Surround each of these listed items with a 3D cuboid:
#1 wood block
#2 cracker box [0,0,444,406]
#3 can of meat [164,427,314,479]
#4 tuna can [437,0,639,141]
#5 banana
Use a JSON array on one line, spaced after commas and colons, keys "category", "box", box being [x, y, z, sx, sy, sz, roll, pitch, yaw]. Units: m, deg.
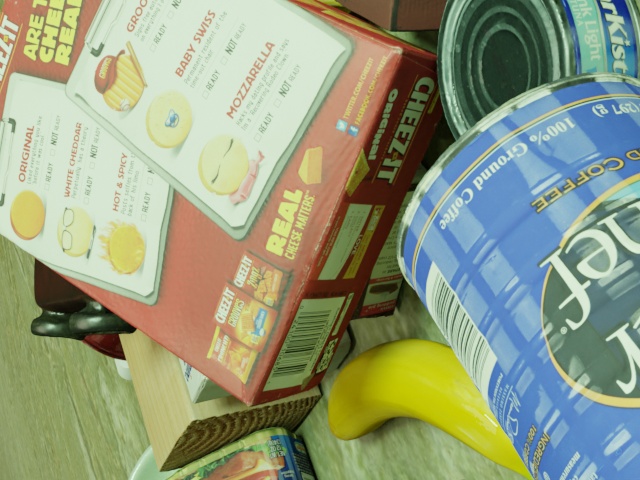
[{"category": "wood block", "box": [-0.086, 0.036, 0.714, 0.206, 0.090, 0.090, 68, 150, 24]}, {"category": "cracker box", "box": [-0.063, -0.049, 0.501, 0.214, 0.072, 0.164, 30, 106, 28]}, {"category": "can of meat", "box": [-0.047, 0.178, 0.679, 0.057, 0.102, 0.084, 41, -155, -58]}, {"category": "tuna can", "box": [0.079, -0.065, 0.401, 0.086, 0.033, 0.086, 33, 128, 58]}, {"category": "banana", "box": [0.046, 0.081, 0.517, 0.198, 0.037, 0.069, 3, 100, 64]}]
